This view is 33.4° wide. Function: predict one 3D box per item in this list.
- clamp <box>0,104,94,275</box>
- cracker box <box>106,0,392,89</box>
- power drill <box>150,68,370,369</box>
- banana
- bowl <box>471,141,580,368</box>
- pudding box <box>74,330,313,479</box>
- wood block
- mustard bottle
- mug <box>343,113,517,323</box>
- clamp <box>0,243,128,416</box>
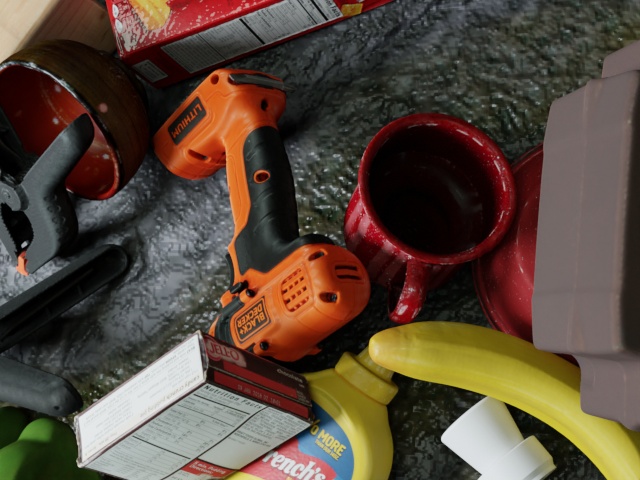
[{"bbox_3d":[-0.190,-0.040,0.709,0.120,0.171,0.039,27,51,29],"label":"clamp"},{"bbox_3d":[-0.050,-0.221,0.733,0.214,0.072,0.164,-18,74,15],"label":"cracker box"},{"bbox_3d":[-0.054,0.001,0.683,0.185,0.057,0.188,-37,61,40],"label":"power drill"},{"bbox_3d":[0.123,0.092,0.609,0.198,0.069,0.037,33,135,3],"label":"banana"},{"bbox_3d":[0.164,0.004,0.628,0.162,0.055,0.162,-3,80,18],"label":"bowl"},{"bbox_3d":[-0.074,0.105,0.628,0.114,0.089,0.039,-37,45,25],"label":"pudding box"},{"bbox_3d":[-0.247,-0.110,0.772,0.091,0.090,0.206,40,95,22],"label":"wood block"},{"bbox_3d":[-0.011,0.141,0.662,0.096,0.058,0.191,37,93,33],"label":"mustard bottle"},{"bbox_3d":[0.058,-0.006,0.636,0.093,0.082,0.117,11,68,-6],"label":"mug"},{"bbox_3d":[-0.228,0.070,0.715,0.210,0.164,0.036,-12,121,18],"label":"clamp"}]
